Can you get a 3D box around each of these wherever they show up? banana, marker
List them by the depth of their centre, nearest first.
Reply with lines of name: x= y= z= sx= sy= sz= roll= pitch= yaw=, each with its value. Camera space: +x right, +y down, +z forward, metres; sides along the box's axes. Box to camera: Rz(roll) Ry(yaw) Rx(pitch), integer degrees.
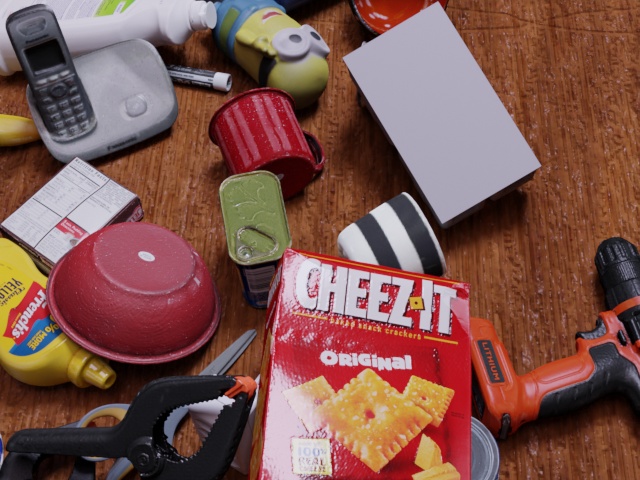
banana: x=-0.388 y=-0.139 z=1.151 sx=0.198 sy=0.037 sz=0.069 roll=28 pitch=64 yaw=22
marker: x=-0.156 y=-0.183 z=1.169 sx=0.121 sy=0.020 sz=0.020 roll=12 pitch=57 yaw=14

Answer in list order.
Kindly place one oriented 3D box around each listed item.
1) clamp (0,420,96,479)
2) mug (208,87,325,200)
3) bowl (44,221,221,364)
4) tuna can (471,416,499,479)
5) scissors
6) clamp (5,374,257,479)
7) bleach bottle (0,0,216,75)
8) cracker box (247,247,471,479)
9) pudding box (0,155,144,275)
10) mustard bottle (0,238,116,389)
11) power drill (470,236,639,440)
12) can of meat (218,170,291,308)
clamp: x=-0.252 y=0.214 z=0.882 sx=0.120 sy=0.039 sz=0.171 roll=31 pitch=57 yaw=-5
mug: x=-0.046 y=-0.089 z=1.061 sx=0.117 sy=0.093 sz=0.081 roll=3 pitch=52 yaw=-38
bowl: x=-0.163 y=0.034 z=0.963 sx=0.162 sy=0.055 sz=0.162 roll=12 pitch=41 yaw=-10
tuna can: x=0.105 y=0.185 z=0.881 sx=0.086 sy=0.034 sz=0.086 roll=-3 pitch=55 yaw=4
scissors: x=-0.139 y=0.135 z=0.929 sx=0.096 sy=0.016 sz=0.201 roll=34 pitch=61 yaw=-10
clamp: x=-0.131 y=0.181 z=0.839 sx=0.210 sy=0.036 sz=0.164 roll=-31 pitch=83 yaw=12
bleach bottle: x=-0.235 y=-0.232 z=1.155 sx=0.251 sy=0.068 sz=0.102 roll=1 pitch=48 yaw=18
cracker box: x=0.034 y=0.122 z=0.840 sx=0.164 sy=0.072 sz=0.213 roll=11 pitch=56 yaw=-9
pudding box: x=-0.245 y=-0.020 z=1.054 sx=0.090 sy=0.039 sz=0.113 roll=32 pitch=62 yaw=24
mustard bottle: x=-0.260 y=0.078 z=0.975 sx=0.192 sy=0.058 sz=0.096 roll=32 pitch=59 yaw=24
power drill: x=0.216 y=0.087 z=0.922 sx=0.187 sy=0.057 sz=0.184 roll=-12 pitch=55 yaw=-2
can of meat: x=-0.056 y=0.001 z=0.992 sx=0.057 sy=0.084 sz=0.102 roll=-11 pitch=55 yaw=-3
